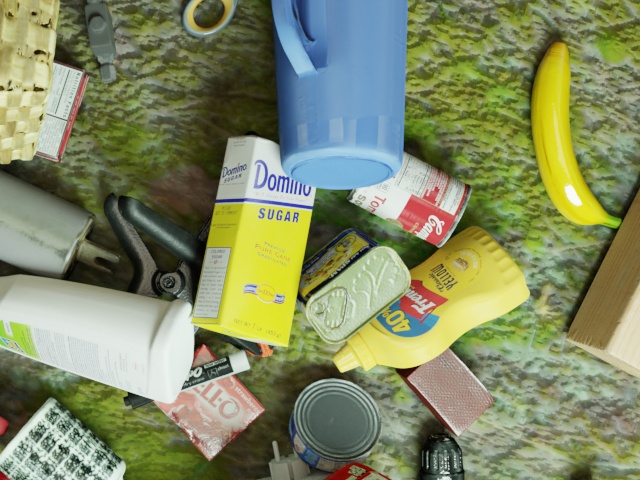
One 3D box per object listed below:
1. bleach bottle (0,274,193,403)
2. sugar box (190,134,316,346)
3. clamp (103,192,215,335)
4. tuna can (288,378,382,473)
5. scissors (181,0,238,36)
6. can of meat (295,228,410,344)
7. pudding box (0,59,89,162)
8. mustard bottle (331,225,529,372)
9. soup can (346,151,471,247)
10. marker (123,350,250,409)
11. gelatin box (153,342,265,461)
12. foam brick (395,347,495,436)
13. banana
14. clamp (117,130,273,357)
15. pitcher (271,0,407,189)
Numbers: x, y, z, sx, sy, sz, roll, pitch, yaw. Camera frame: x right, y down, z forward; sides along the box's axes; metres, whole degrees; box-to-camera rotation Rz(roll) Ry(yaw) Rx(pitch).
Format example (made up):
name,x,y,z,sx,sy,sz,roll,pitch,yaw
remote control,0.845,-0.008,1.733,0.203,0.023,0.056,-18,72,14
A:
name,x,y,z,sx,sy,sz,roll,pitch,yaw
bleach bottle,-0.242,0.071,0.967,0.251,0.103,0.068,15,48,9
sugar box,-0.056,0.001,0.971,0.093,0.048,0.176,23,74,-48
clamp,-0.156,0.033,1.017,0.120,0.039,0.171,10,85,-6
tuna can,0.013,0.177,1.016,0.086,0.034,0.086,7,53,-9
scissors,-0.063,-0.260,1.041,0.201,0.016,0.096,-14,93,-6
can of meat,0.022,0.040,1.007,0.102,0.084,0.057,-38,113,-5
pudding box,-0.285,-0.133,1.007,0.113,0.039,0.090,18,86,-7
mustard bottle,0.096,0.067,1.018,0.191,0.096,0.058,-32,135,-4
soup can,0.085,-0.046,1.028,0.102,0.068,0.068,27,87,-5
marker,-0.126,0.131,0.999,0.121,0.020,0.020,-19,91,-5
gelatin box,-0.109,0.154,1.026,0.073,0.030,0.089,-42,94,-5
foam brick,0.121,0.142,1.039,0.053,0.051,0.078,-41,94,-6
banana,0.242,-0.096,1.063,0.069,0.037,0.198,-20,95,-35
clamp,-0.083,0.010,1.006,0.164,0.036,0.210,-38,115,-31
pitcher,0.012,-0.177,0.956,0.149,0.145,0.243,4,75,-15
